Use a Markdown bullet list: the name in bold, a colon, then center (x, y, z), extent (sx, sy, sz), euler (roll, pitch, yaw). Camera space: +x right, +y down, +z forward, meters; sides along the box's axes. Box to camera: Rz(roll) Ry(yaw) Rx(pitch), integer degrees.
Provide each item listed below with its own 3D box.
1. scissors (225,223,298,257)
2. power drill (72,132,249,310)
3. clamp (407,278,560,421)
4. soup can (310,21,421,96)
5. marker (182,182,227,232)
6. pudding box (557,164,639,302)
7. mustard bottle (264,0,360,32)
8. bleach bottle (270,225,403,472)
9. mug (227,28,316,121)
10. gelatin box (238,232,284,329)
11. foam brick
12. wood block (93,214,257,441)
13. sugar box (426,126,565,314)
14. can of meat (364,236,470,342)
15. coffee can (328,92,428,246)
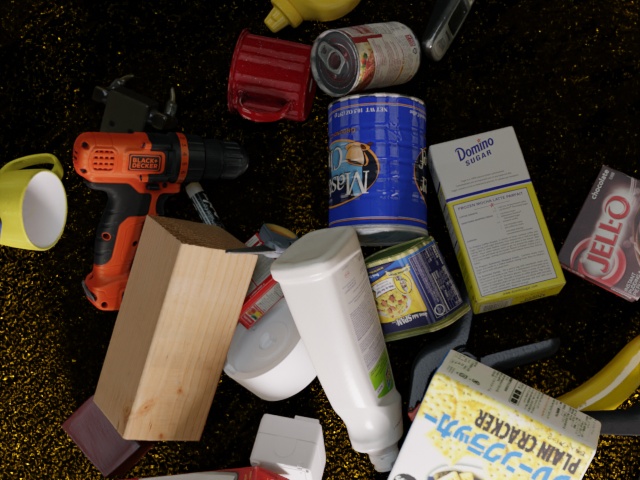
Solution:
- **scissors**: center (-0.057, 0.001, 1.074), extent (0.096, 0.201, 0.016), euler (29, 102, 36)
- **power drill**: center (-0.171, -0.022, 1.114), extent (0.184, 0.057, 0.188), euler (1, 107, -23)
- **clamp**: center (0.145, 0.112, 1.092), extent (0.171, 0.039, 0.120), euler (-37, 71, -4)
- **soup can**: center (0.049, -0.190, 1.112), extent (0.069, 0.102, 0.068), euler (17, 115, 41)
- **marker**: center (-0.126, -0.034, 1.170), extent (0.020, 0.020, 0.121), euler (-31, 78, 4)
- **pudding box**: center (0.302, -0.007, 1.081), extent (0.090, 0.039, 0.113), euler (26, 87, 13)
- **mustard bottle**: center (0.014, -0.298, 1.165), extent (0.191, 0.058, 0.096), euler (-43, 76, 2)
- **bleach bottle**: center (0.029, 0.118, 1.050), extent (0.068, 0.102, 0.251), euler (-8, 109, 28)
- **mug**: center (-0.051, -0.166, 1.134), extent (0.081, 0.093, 0.117), euler (11, 43, 6)
- **gelatin box**: center (-0.071, 0.041, 1.121), extent (0.073, 0.030, 0.089), euler (-43, 35, 1)
- **foam brick**: center (-0.225, 0.207, 1.134), extent (0.051, 0.053, 0.078), euler (-45, 76, 1)
- **wood block**: center (-0.148, 0.089, 1.077), extent (0.091, 0.090, 0.206), euler (32, 108, 51)
- **sugar box**: center (0.176, -0.022, 1.088), extent (0.093, 0.048, 0.176), euler (-13, 69, -3)
- **can of meat**: center (0.088, 0.048, 1.071), extent (0.057, 0.102, 0.084), euler (-30, 96, -38)
- **coffee can**: center (0.059, -0.070, 1.100), extent (0.103, 0.102, 0.140), euler (-1, 81, 10)
